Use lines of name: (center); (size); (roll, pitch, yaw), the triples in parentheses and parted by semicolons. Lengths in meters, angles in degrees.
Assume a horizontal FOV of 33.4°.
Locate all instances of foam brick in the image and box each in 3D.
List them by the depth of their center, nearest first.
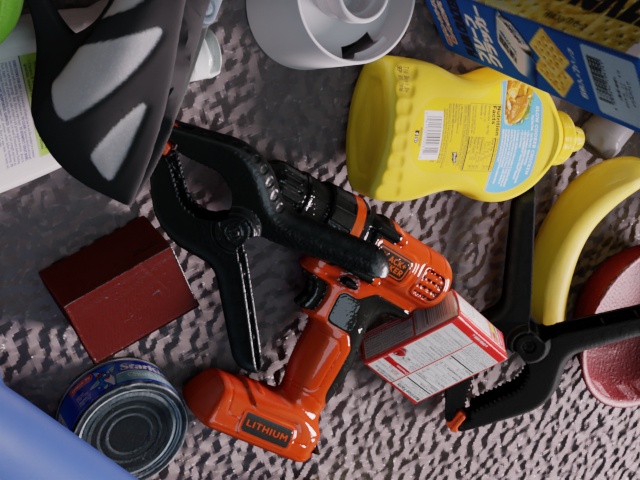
foam brick: (-0.127, 0.031, 0.674); (0.078, 0.053, 0.051); (-29, 125, -14)

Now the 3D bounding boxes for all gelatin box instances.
gelatin box: (0.086, 0.082, 0.818); (0.089, 0.030, 0.073); (-30, 132, 24)

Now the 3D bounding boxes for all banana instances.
banana: (0.204, 0.005, 0.848); (0.037, 0.070, 0.198); (-16, 141, -52)

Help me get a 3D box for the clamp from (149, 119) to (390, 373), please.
clamp: (-0.054, 0.001, 0.673); (0.171, 0.039, 0.120); (42, 99, -5)

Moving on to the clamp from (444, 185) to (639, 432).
clamp: (0.176, 0.078, 0.847); (0.164, 0.036, 0.210); (30, 112, -2)

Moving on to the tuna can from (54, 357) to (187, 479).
tuna can: (-0.135, 0.125, 0.729); (0.086, 0.034, 0.086); (-13, 120, -25)

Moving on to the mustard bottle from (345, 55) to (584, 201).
mustard bottle: (0.112, -0.076, 0.757); (0.191, 0.058, 0.096); (0, 103, -30)

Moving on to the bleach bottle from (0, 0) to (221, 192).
bleach bottle: (-0.172, -0.071, 0.591); (0.250, 0.068, 0.102); (-18, 122, -25)

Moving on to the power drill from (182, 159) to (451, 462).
power drill: (-0.016, 0.052, 0.747); (0.184, 0.057, 0.188); (30, 98, -31)
